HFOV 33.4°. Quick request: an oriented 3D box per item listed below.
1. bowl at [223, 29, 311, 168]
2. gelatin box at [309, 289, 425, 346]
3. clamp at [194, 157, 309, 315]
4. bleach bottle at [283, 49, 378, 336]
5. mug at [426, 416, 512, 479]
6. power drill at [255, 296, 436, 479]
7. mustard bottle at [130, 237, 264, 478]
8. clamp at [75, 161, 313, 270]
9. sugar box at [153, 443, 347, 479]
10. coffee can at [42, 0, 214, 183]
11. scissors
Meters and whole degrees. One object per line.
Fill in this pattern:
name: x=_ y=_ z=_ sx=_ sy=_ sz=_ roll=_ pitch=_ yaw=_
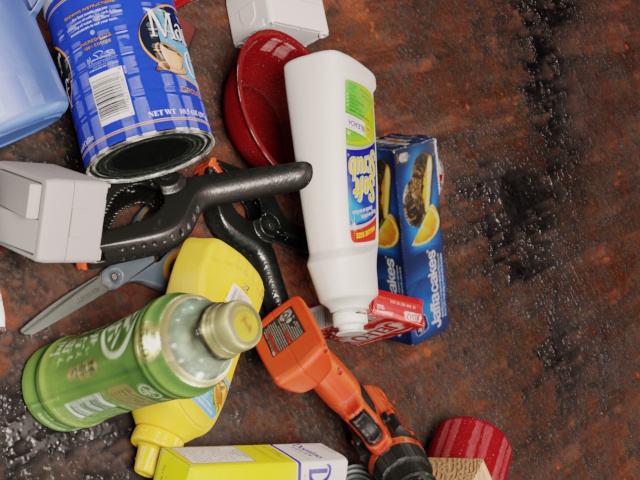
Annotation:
bowl: x=-0.043 y=-0.118 z=1.025 sx=0.161 sy=0.055 sz=0.162 roll=28 pitch=53 yaw=-44
gelatin box: x=0.043 y=0.074 z=1.016 sx=0.073 sy=0.089 sz=0.030 roll=17 pitch=63 yaw=-41
clamp: x=-0.056 y=0.001 z=0.984 sx=0.171 sy=0.039 sz=0.120 roll=41 pitch=44 yaw=-18
bleach bottle: x=0.019 y=-0.038 z=0.966 sx=0.102 sy=0.068 sz=0.251 roll=20 pitch=61 yaw=-61
mug: x=0.144 y=0.238 z=1.062 sx=0.081 sy=0.093 sz=0.117 roll=-61 pitch=149 yaw=-46
power drill: x=0.025 y=0.147 z=0.916 sx=0.187 sy=0.057 sz=0.184 roll=51 pitch=0 yaw=-29
mustard bottle: x=-0.107 y=0.100 z=0.864 sx=0.096 sy=0.058 sz=0.191 roll=56 pitch=45 yaw=-49
clamp: x=-0.133 y=-0.049 z=0.897 sx=0.165 sy=0.036 sz=0.209 roll=36 pitch=54 yaw=28
sugar box: x=-0.058 y=0.214 z=0.858 sx=0.175 sy=0.048 sz=0.093 roll=9 pitch=99 yaw=-43
coffee can: x=-0.150 y=-0.128 z=0.836 sx=0.102 sy=0.103 sz=0.140 roll=-5 pitch=74 yaw=-47
scissors: x=-0.156 y=0.041 z=0.881 sx=0.096 sy=0.016 sz=0.201 roll=51 pitch=45 yaw=-18
